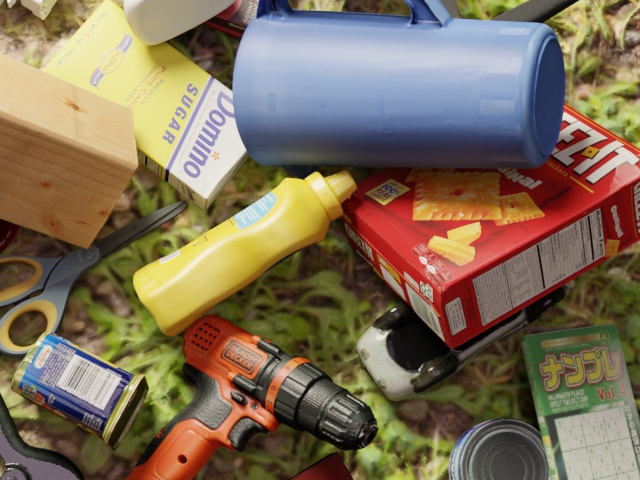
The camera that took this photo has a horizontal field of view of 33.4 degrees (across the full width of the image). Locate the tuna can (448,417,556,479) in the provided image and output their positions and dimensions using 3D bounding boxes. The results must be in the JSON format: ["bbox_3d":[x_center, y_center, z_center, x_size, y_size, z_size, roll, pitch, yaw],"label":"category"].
[{"bbox_3d":[0.152,0.191,0.885,0.086,0.034,0.086,2,77,-7],"label":"tuna can"}]

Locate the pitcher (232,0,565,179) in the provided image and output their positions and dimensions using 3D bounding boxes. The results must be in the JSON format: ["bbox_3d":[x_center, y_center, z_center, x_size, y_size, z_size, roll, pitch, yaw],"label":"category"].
[{"bbox_3d":[0.060,-0.126,0.837,0.243,0.149,0.145,6,76,26],"label":"pitcher"}]

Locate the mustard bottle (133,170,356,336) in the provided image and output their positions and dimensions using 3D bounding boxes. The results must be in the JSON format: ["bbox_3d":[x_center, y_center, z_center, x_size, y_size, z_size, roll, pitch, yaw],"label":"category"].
[{"bbox_3d":[-0.055,0.001,0.854,0.191,0.096,0.058,-33,99,-4],"label":"mustard bottle"}]

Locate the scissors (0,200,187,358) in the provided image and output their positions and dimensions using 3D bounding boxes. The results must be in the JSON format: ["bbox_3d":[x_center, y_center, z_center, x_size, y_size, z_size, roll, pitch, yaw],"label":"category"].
[{"bbox_3d":[-0.192,0.033,0.874,0.201,0.016,0.096,-15,71,-16],"label":"scissors"}]

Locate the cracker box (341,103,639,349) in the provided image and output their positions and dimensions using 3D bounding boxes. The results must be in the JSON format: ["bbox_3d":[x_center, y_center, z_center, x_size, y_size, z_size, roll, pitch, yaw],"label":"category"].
[{"bbox_3d":[0.145,-0.027,0.872,0.213,0.072,0.164,-29,40,-12],"label":"cracker box"}]

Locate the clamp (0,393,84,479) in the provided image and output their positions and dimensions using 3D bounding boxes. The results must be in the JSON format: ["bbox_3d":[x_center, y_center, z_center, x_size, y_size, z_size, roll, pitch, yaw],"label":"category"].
[{"bbox_3d":[-0.240,0.178,0.833,0.171,0.039,0.120,27,79,-7],"label":"clamp"}]

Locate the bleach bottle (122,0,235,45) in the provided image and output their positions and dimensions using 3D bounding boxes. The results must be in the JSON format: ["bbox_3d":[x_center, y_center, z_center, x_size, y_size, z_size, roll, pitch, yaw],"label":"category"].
[{"bbox_3d":[-0.166,-0.290,0.922,0.102,0.068,0.251,-28,66,-6],"label":"bleach bottle"}]

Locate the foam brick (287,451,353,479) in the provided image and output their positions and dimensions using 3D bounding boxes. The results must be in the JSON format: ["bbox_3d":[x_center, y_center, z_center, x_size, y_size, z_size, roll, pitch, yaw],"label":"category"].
[{"bbox_3d":[-0.010,0.211,0.849,0.078,0.053,0.051,-29,82,-14],"label":"foam brick"}]

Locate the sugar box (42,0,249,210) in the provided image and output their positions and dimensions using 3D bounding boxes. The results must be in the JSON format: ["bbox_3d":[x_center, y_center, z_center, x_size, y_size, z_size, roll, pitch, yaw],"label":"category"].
[{"bbox_3d":[-0.140,-0.116,0.911,0.176,0.048,0.093,36,75,3],"label":"sugar box"}]

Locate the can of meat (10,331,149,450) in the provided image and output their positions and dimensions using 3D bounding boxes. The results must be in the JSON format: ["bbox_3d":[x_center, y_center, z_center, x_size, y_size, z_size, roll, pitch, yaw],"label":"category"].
[{"bbox_3d":[-0.184,0.115,0.823,0.084,0.102,0.057,28,74,1],"label":"can of meat"}]

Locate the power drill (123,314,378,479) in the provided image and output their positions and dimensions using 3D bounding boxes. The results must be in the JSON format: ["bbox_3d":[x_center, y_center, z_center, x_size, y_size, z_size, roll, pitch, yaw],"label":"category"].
[{"bbox_3d":[-0.070,0.165,0.817,0.185,0.057,0.187,25,72,34],"label":"power drill"}]

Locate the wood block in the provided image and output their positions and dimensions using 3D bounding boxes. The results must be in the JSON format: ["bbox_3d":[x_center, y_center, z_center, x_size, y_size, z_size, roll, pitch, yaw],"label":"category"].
[{"bbox_3d":[-0.252,-0.084,0.805,0.205,0.090,0.091,22,29,-28],"label":"wood block"}]
